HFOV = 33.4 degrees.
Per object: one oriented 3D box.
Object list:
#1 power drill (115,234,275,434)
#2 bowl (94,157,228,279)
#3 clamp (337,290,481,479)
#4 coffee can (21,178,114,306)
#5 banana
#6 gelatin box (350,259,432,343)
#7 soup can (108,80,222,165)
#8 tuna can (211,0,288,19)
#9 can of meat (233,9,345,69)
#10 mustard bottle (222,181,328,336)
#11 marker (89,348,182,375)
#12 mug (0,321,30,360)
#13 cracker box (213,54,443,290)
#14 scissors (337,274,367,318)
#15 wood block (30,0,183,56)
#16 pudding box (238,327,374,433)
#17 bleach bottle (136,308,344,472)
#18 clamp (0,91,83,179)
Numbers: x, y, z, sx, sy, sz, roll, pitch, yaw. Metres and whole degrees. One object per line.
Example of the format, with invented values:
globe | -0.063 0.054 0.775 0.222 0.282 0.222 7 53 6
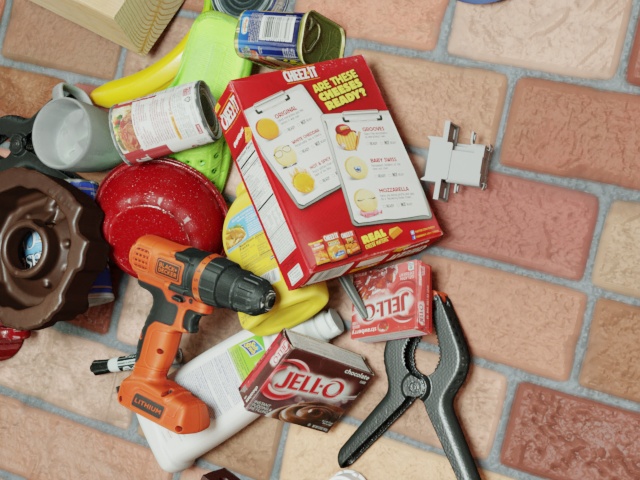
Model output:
power drill | -0.135 0.101 1.109 0.185 0.057 0.188 19 100 34
bowl | -0.182 -0.009 1.183 0.162 0.055 0.162 4 118 7
clamp | 0.112 0.159 1.096 0.165 0.036 0.210 16 91 31
coffee can | -0.301 0.008 1.249 0.103 0.102 0.140 -12 82 22
banana | -0.187 -0.201 1.249 0.198 0.037 0.070 -34 49 16
gelatin box | 0.073 0.064 1.102 0.089 0.030 0.073 -13 66 41
soup can | -0.163 -0.125 1.131 0.102 0.068 0.068 -15 82 12
tuna can | -0.080 -0.280 1.206 0.086 0.033 0.086 -1 87 23
can of meat | -0.033 -0.213 1.146 0.084 0.102 0.057 9 91 25
mustard bottle | -0.057 0.002 1.150 0.096 0.058 0.192 -30 56 20
marker | -0.218 0.142 1.251 0.121 0.020 0.020 -11 83 22
mug | -0.406 0.109 1.300 0.117 0.081 0.093 0 87 23
cracker box | 0.006 -0.070 1.090 0.214 0.163 0.072 67 150 13
scissors | 0.007 -0.014 1.137 0.016 0.096 0.202 -38 88 33
wood block | -0.275 -0.308 1.248 0.206 0.090 0.091 28 79 23
pudding box | -0.015 0.147 1.110 0.090 0.113 0.039 -53 38 21
bleach bottle | -0.081 0.154 1.170 0.251 0.068 0.102 -31 76 16
clamp | -0.358 -0.109 1.314 0.172 0.039 0.120 -15 77 28
